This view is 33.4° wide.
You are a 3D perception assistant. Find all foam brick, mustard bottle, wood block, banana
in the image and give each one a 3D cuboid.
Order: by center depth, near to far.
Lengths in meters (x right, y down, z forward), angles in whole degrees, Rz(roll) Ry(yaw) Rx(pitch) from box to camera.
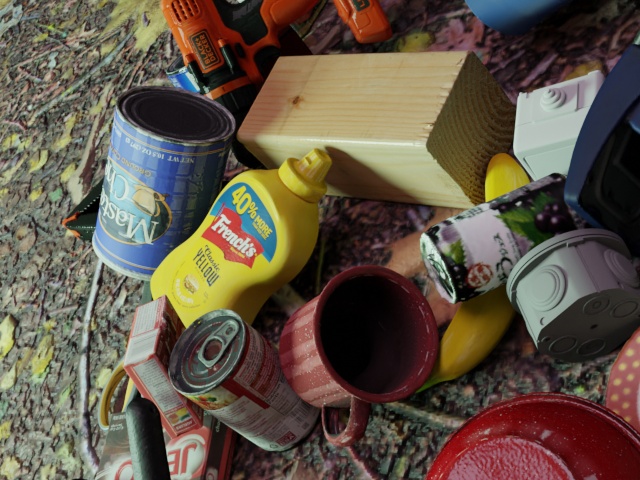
[{"bbox_3d":[0.117,0.018,0.751,0.070,0.037,0.197,6,62,41],"label":"banana"},{"bbox_3d":[-0.056,0.001,0.862,0.192,0.058,0.096,-49,56,21],"label":"mustard bottle"},{"bbox_3d":[0.044,-0.092,0.867,0.207,0.090,0.090,9,65,44],"label":"wood block"},{"bbox_3d":[-0.052,-0.176,1.050,0.078,0.051,0.053,-43,39,4],"label":"foam brick"}]

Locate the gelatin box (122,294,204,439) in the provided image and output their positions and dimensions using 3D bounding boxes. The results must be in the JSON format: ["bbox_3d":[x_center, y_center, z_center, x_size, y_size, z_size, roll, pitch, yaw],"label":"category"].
[{"bbox_3d":[-0.114,0.094,0.808,0.030,0.073,0.089,-24,25,9],"label":"gelatin box"}]

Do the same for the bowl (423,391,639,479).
[{"bbox_3d":[0.113,0.159,0.595,0.162,0.055,0.162,-13,64,29],"label":"bowl"}]

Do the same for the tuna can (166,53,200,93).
[{"bbox_3d":[-0.117,-0.185,1.108,0.086,0.033,0.086,-30,23,14],"label":"tuna can"}]

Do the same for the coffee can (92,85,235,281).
[{"bbox_3d":[-0.138,-0.049,0.930,0.103,0.102,0.140,-121,39,-49],"label":"coffee can"}]

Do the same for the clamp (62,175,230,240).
[{"bbox_3d":[-0.165,-0.064,1.067,0.210,0.036,0.164,-23,44,20],"label":"clamp"}]

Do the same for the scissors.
[{"bbox_3d":[-0.143,0.079,0.946,0.096,0.016,0.201,-8,53,35],"label":"scissors"}]

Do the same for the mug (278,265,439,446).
[{"bbox_3d":[0.021,0.083,0.733,0.082,0.093,0.117,145,133,-61],"label":"mug"}]

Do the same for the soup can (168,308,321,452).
[{"bbox_3d":[-0.052,0.104,0.778,0.069,0.102,0.068,-23,45,25],"label":"soup can"}]

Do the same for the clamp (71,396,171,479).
[{"bbox_3d":[-0.115,0.199,0.751,0.172,0.039,0.120,46,126,27],"label":"clamp"}]

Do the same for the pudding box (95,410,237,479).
[{"bbox_3d":[-0.121,0.174,0.828,0.114,0.039,0.090,-16,48,31],"label":"pudding box"}]

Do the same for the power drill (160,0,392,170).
[{"bbox_3d":[-0.032,-0.180,0.984,0.187,0.184,0.057,-26,4,2],"label":"power drill"}]
